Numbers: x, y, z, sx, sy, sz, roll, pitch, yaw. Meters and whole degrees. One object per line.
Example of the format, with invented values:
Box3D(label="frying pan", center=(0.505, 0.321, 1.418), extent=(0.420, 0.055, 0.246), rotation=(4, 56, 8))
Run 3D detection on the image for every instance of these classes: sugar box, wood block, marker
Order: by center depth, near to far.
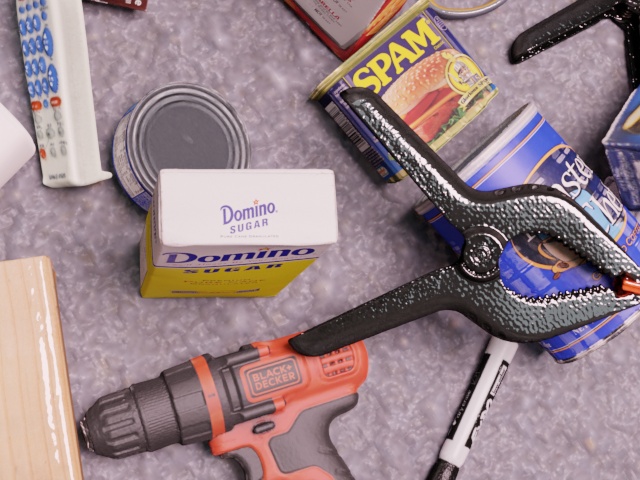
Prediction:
Box3D(label="wood block", center=(-0.185, 0.121, 0.617), extent=(0.090, 0.091, 0.206), rotation=(-9, 82, -13))
Box3D(label="sugar box", center=(-0.054, 0.001, 0.619), extent=(0.093, 0.176, 0.048), rotation=(-1, 81, -12))
Box3D(label="marker", center=(0.099, 0.119, 0.712), extent=(0.020, 0.020, 0.121), rotation=(29, 76, -6))

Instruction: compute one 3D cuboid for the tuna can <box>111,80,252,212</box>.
Box3D(label="tuna can", center=(-0.089, -0.056, 0.683), extent=(0.086, 0.034, 0.086), rotation=(7, 77, -30))

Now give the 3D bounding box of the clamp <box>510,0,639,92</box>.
Box3D(label="clamp", center=(0.229, -0.162, 0.775), extent=(0.120, 0.039, 0.171), rotation=(39, 80, -4))

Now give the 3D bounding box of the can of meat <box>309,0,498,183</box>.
Box3D(label="can of meat", center=(0.058, -0.100, 0.721), extent=(0.102, 0.057, 0.084), rotation=(-41, 93, -14))

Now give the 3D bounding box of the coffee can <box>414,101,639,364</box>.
Box3D(label="coffee can", center=(0.145, -0.005, 0.699), extent=(0.102, 0.103, 0.140), rotation=(-43, 91, -15))

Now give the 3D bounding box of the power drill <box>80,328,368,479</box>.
Box3D(label="power drill", center=(-0.037, 0.157, 0.658), extent=(0.184, 0.057, 0.187), rotation=(-16, 84, -14))

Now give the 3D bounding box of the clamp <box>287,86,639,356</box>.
Box3D(label="clamp", center=(0.087, 0.016, 0.637), extent=(0.210, 0.036, 0.164), rotation=(19, 96, 4))
